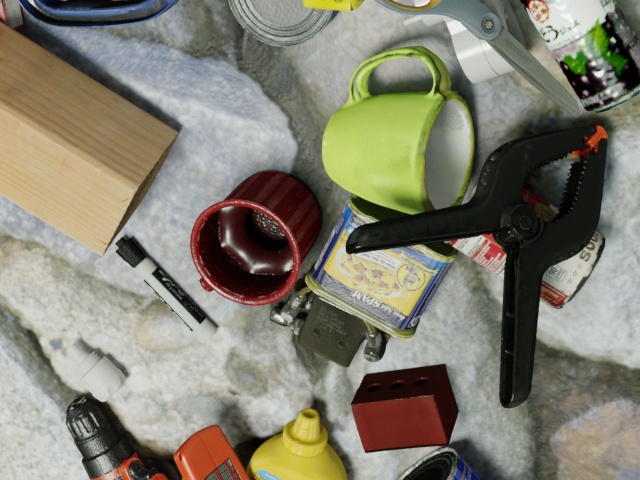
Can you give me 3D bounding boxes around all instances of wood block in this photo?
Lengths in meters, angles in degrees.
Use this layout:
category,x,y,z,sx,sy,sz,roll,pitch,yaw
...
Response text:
category,x,y,z,sx,sy,sz,roll,pitch,yaw
wood block,-0.235,-0.092,0.873,0.206,0.090,0.091,32,131,-6

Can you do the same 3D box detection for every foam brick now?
category,x,y,z,sx,sy,sz,roll,pitch,yaw
foam brick,0.073,0.145,0.921,0.078,0.053,0.051,-11,111,23

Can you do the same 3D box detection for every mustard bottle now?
category,x,y,z,sx,sy,sz,roll,pitch,yaw
mustard bottle,-0.024,0.237,0.998,0.096,0.058,0.192,19,120,16

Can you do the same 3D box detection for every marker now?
category,x,y,z,sx,sy,sz,roll,pitch,yaw
marker,-0.141,0.044,0.966,0.020,0.020,0.121,-38,98,30

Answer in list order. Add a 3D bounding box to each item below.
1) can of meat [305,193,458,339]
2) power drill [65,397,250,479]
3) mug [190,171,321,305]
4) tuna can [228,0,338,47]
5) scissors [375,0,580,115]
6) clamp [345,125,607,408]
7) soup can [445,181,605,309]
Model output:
category,x,y,z,sx,sy,sz,roll,pitch,yaw
can of meat,0.051,0.017,0.864,0.102,0.057,0.084,29,119,3
power drill,-0.153,0.222,1.013,0.188,0.057,0.184,-18,105,47
mug,-0.056,0.001,0.879,0.093,0.081,0.117,43,121,-5
tuna can,-0.025,-0.191,0.801,0.086,0.033,0.086,8,118,16
scissors,0.112,-0.165,0.713,0.201,0.016,0.096,21,93,-22
clamp,0.140,0.002,0.752,0.164,0.209,0.036,51,161,-2
soup can,0.155,-0.001,0.811,0.102,0.068,0.069,32,121,2
